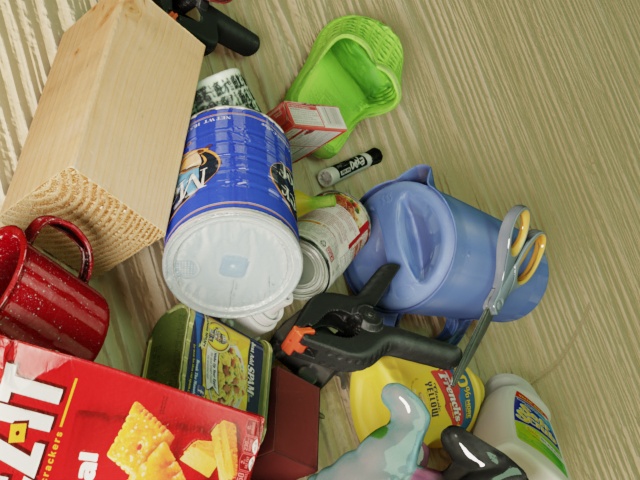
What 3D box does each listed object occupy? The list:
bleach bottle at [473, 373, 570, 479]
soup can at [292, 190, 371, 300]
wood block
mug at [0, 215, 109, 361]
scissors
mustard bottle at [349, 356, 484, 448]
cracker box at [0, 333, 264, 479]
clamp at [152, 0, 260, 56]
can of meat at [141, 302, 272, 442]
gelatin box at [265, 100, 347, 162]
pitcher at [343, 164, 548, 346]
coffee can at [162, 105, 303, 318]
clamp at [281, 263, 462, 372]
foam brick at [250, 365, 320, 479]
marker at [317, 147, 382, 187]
[{"bbox_3d":[0.194,0.192,1.077,0.102,0.068,0.250,40,16,-7],"label":"bleach bottle"},{"bbox_3d":[-0.002,0.004,0.990,0.068,0.069,0.102,56,35,-9],"label":"soup can"},{"bbox_3d":[-0.163,-0.088,0.824,0.090,0.090,0.206,37,41,-32],"label":"wood block"},{"bbox_3d":[-0.188,0.040,0.696,0.081,0.093,0.117,40,61,-36],"label":"mug"},{"bbox_3d":[0.169,0.043,1.043,0.201,0.016,0.096,-46,133,-35],"label":"scissors"},{"bbox_3d":[0.105,0.154,1.033,0.191,0.058,0.096,0,74,-53],"label":"mustard bottle"},{"bbox_3d":[-0.145,0.156,0.639,0.213,0.072,0.164,27,74,-42],"label":"cracker box"},{"bbox_3d":[-0.118,-0.212,0.984,0.164,0.036,0.210,48,20,-21],"label":"clamp"},{"bbox_3d":[-0.088,0.108,0.815,0.083,0.058,0.102,33,44,-33],"label":"can of meat"},{"bbox_3d":[-0.030,-0.103,1.024,0.089,0.073,0.030,-4,69,-53],"label":"gelatin box"},{"bbox_3d":[0.138,0.032,1.117,0.242,0.149,0.145,15,40,-51],"label":"pitcher"},{"bbox_3d":[-0.069,-0.024,0.827,0.102,0.103,0.140,38,27,-31],"label":"coffee can"},{"bbox_3d":[0.046,0.082,0.934,0.171,0.039,0.120,-19,52,-43],"label":"clamp"},{"bbox_3d":[-0.036,0.150,0.856,0.051,0.053,0.078,34,43,-35],"label":"foam brick"},{"bbox_3d":[0.034,-0.079,1.139,0.120,0.020,0.020,-29,90,-56],"label":"marker"}]
